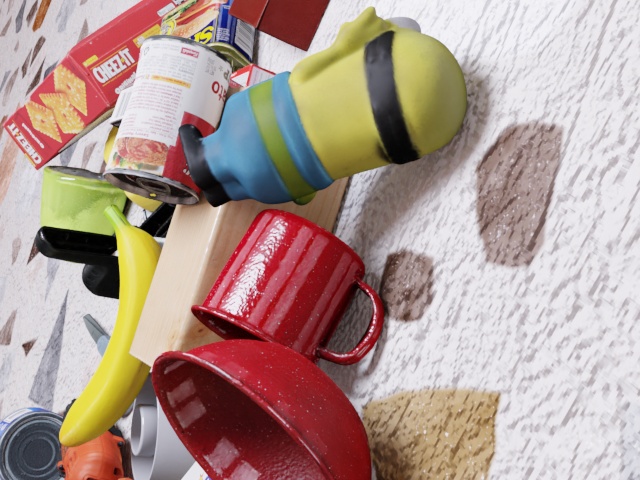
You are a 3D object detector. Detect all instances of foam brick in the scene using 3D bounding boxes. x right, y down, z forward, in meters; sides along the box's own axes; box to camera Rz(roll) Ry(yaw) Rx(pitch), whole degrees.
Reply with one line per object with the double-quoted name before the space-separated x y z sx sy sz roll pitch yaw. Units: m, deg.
"foam brick" -0.035 -0.199 0.902 0.053 0.051 0.078 -64 29 10

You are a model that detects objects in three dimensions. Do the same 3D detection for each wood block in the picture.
"wood block" -0.054 0.001 0.771 0.091 0.090 0.206 11 83 62

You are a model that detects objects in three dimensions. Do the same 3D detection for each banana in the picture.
"banana" -0.153 0.076 0.821 0.070 0.037 0.198 20 99 37

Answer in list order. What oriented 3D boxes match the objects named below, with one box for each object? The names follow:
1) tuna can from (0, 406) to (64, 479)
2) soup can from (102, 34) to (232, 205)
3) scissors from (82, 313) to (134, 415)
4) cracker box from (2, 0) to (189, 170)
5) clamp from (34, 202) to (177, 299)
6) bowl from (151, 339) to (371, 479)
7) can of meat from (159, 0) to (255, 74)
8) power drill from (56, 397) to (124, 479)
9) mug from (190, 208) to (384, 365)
"tuna can" -0.281 0.208 1.050 0.034 0.086 0.086 -5 69 58
"soup can" -0.105 -0.083 0.745 0.069 0.068 0.102 -7 67 59
"scissors" -0.202 0.093 1.054 0.096 0.016 0.202 -59 31 18
"cracker box" -0.225 -0.171 1.119 0.164 0.072 0.214 -44 12 -34
"clamp" -0.156 0.002 0.940 0.036 0.164 0.210 61 167 16
"bowl" -0.024 0.112 0.625 0.055 0.162 0.162 -41 14 -29
"can of meat" -0.108 -0.181 0.996 0.102 0.057 0.084 -21 49 31
"power drill" -0.232 0.245 0.961 0.184 0.057 0.188 -145 74 -73
"mug" -0.014 0.037 0.682 0.117 0.093 0.081 23 74 26
